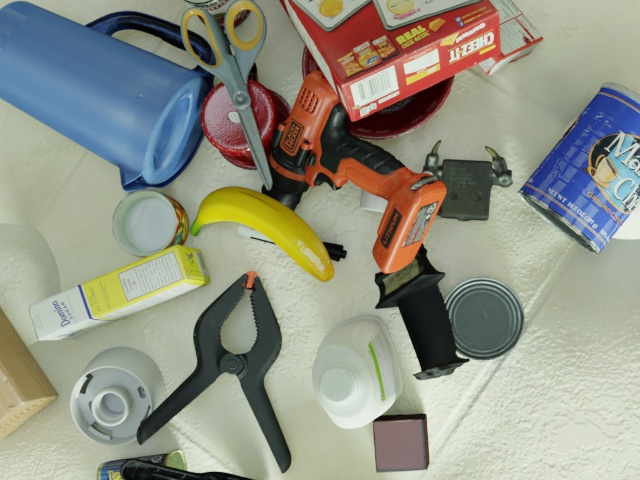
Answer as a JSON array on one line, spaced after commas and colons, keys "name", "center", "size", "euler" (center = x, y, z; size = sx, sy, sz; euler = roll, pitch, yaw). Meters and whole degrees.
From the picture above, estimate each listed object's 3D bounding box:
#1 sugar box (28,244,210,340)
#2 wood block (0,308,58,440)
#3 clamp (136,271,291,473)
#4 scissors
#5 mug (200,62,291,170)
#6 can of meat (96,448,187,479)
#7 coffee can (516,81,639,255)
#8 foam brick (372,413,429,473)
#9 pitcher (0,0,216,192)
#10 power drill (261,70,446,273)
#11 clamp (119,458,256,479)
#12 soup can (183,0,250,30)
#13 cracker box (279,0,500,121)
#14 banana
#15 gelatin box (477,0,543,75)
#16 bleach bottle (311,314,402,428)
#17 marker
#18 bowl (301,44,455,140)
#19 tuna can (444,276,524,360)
[{"name": "sugar box", "center": [-0.212, 0.056, 1.138], "size": [0.176, 0.093, 0.048], "euler": [-20, 82, 7]}, {"name": "wood block", "center": [-0.392, 0.115, 1.166], "size": [0.091, 0.090, 0.206], "euler": [-37, 81, 6]}, {"name": "clamp", "center": [-0.085, 0.139, 1.133], "size": [0.164, 0.036, 0.210], "euler": [19, 81, -5]}, {"name": "scissors", "center": [-0.068, -0.160, 1.085], "size": [0.096, 0.016, 0.202], "euler": [-33, 86, 2]}, {"name": "mug", "center": [-0.079, -0.138, 1.135], "size": [0.093, 0.081, 0.117], "euler": [3, 86, 9]}, {"name": "can of meat", "center": [-0.186, 0.279, 1.137], "size": [0.084, 0.057, 0.102], "euler": [-10, 84, 11]}, {"name": "coffee can", "center": [0.279, -0.071, 1.061], "size": [0.103, 0.102, 0.140], "euler": [39, 93, 10]}, {"name": "foam brick", "center": [0.083, 0.205, 1.086], "size": [0.053, 0.078, 0.051], "euler": [-5, 85, 7]}, {"name": "pitcher", "center": [-0.240, -0.172, 1.149], "size": [0.243, 0.149, 0.145], "euler": [27, 121, 13]}, {"name": "power drill", "center": [0.023, -0.051, 1.078], "size": [0.188, 0.057, 0.185], "euler": [39, 127, 23]}, {"name": "clamp", "center": [-0.105, 0.257, 1.071], "size": [0.120, 0.171, 0.039], "euler": [29, 101, 51]}, {"name": "soup can", "center": [-0.116, -0.271, 1.141], "size": [0.068, 0.102, 0.068], "euler": [-1, 86, 9]}, {"name": "cracker box", "center": [0.054, -0.238, 1.048], "size": [0.164, 0.072, 0.214], "euler": [-26, 59, -4]}, {"name": "banana", "center": [-0.061, -0.016, 1.110], "size": [0.198, 0.037, 0.069], "euler": [20, 126, 37]}, {"name": "gelatin box", "center": [0.179, -0.216, 1.100], "size": [0.073, 0.089, 0.030], "euler": [51, 137, 9]}, {"name": "bleach bottle", "center": [0.030, 0.122, 1.013], "size": [0.068, 0.250, 0.102], "euler": [-20, 83, 7]}, {"name": "marker", "center": [-0.030, 0.000, 1.149], "size": [0.121, 0.020, 0.020], "euler": [15, 88, 10]}, {"name": "bowl", "center": [0.064, -0.182, 1.128], "size": [0.162, 0.055, 0.162], "euler": [-1, 86, 9]}, {"name": "tuna can", "center": [0.167, 0.081, 1.103], "size": [0.086, 0.033, 0.086], "euler": [-1, 86, 9]}]
